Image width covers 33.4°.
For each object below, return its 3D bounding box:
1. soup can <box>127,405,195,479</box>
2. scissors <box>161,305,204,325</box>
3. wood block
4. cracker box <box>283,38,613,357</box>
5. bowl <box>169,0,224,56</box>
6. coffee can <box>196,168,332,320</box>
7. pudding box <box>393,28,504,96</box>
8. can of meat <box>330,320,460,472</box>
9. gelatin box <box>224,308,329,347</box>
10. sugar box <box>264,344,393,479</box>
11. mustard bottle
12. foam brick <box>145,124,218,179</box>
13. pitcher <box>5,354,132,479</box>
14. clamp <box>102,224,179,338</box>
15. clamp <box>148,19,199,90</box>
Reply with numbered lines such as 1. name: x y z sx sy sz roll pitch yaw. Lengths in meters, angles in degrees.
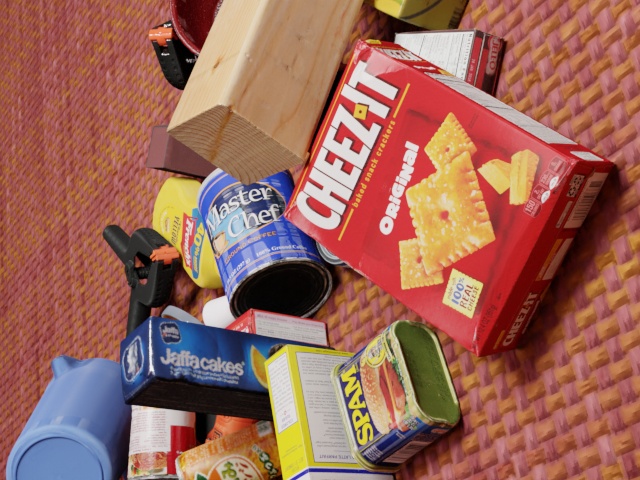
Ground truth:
1. soup can: -0.160 0.192 1.077 0.069 0.068 0.102 -25 61 50
2. scissors: -0.090 0.130 1.127 0.202 0.096 0.016 29 63 29
3. wood block: -0.040 -0.164 0.909 0.091 0.090 0.206 -16 48 52
4. cracker box: 0.089 -0.037 0.822 0.214 0.071 0.164 36 112 30
5. bowl: -0.079 -0.252 1.153 0.055 0.162 0.162 61 -151 -74
6. coffee can: -0.057 0.001 1.051 0.103 0.102 0.140 -53 42 33
7. pudding box: 0.101 -0.134 0.919 0.114 0.039 0.090 14 92 54
8. can of meat: 0.063 0.128 0.884 0.084 0.057 0.102 -44 48 36
9. gelatin box: -0.049 0.097 1.023 0.073 0.089 0.030 -35 53 45
10. sugar box: 0.011 0.180 0.910 0.048 0.093 0.176 -39 50 44
11. mustard bottle: -0.126 0.000 1.190 0.192 0.058 0.096 35 119 53
12. foam brick: -0.156 -0.102 1.246 0.053 0.078 0.051 6 86 58
13. pitcher: -0.259 0.229 1.178 0.243 0.149 0.145 -108 34 -82
14. clamp: -0.216 0.031 1.273 0.210 0.036 0.164 -43 61 59
15. clamp: -0.145 -0.209 1.216 0.039 0.171 0.120 -7 66 12
